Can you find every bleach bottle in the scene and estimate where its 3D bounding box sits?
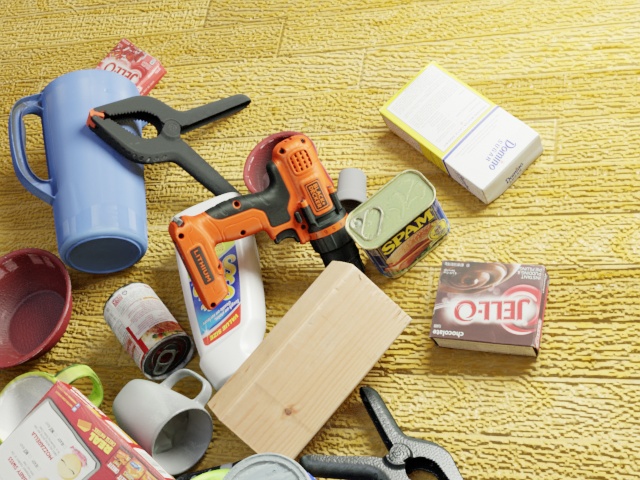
[{"bbox_3d":[-0.102,0.072,1.222,0.102,0.068,0.251,-22,59,8],"label":"bleach bottle"}]

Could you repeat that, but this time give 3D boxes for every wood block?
[{"bbox_3d":[-0.013,0.128,1.114,0.090,0.090,0.206,43,82,-11],"label":"wood block"}]

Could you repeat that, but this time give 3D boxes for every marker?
[{"bbox_3d":[-0.122,0.255,1.153,0.121,0.020,0.020,-17,58,14],"label":"marker"}]

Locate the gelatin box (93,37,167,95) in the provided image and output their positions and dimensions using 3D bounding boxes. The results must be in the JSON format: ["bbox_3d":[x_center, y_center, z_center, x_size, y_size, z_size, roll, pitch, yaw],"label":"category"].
[{"bbox_3d":[-0.266,-0.232,1.477,0.089,0.030,0.073,36,81,34],"label":"gelatin box"}]

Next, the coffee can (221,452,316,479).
[{"bbox_3d":[-0.030,0.274,1.029,0.103,0.140,0.103,-10,60,18],"label":"coffee can"}]

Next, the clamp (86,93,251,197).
[{"bbox_3d":[-0.182,-0.138,1.326,0.209,0.036,0.164,17,58,-13],"label":"clamp"}]

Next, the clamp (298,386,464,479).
[{"bbox_3d":[0.078,0.214,1.073,0.172,0.039,0.120,20,57,20],"label":"clamp"}]

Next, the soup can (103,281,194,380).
[{"bbox_3d":[-0.201,0.104,1.241,0.068,0.068,0.102,-42,55,-3],"label":"soup can"}]

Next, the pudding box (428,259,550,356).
[{"bbox_3d":[0.177,0.070,1.115,0.114,0.039,0.090,2,64,24],"label":"pudding box"}]

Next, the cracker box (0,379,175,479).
[{"bbox_3d":[-0.273,0.277,1.084,0.164,0.072,0.213,38,82,17],"label":"cracker box"}]

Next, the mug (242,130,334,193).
[{"bbox_3d":[-0.032,-0.059,1.250,0.093,0.081,0.117,-17,57,14],"label":"mug"}]

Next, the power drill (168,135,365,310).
[{"bbox_3d":[-0.058,0.001,1.168,0.187,0.184,0.057,-28,13,-12],"label":"power drill"}]

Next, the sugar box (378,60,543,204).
[{"bbox_3d":[0.160,-0.126,1.228,0.093,0.048,0.176,-44,59,-4],"label":"sugar box"}]

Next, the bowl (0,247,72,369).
[{"bbox_3d":[-0.366,0.092,1.325,0.162,0.055,0.162,-11,60,19],"label":"bowl"}]

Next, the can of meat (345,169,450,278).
[{"bbox_3d":[0.088,-0.015,1.173,0.102,0.084,0.057,-39,55,-1],"label":"can of meat"}]

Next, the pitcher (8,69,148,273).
[{"bbox_3d":[-0.293,-0.085,1.345,0.149,0.145,0.243,-19,60,14],"label":"pitcher"}]
